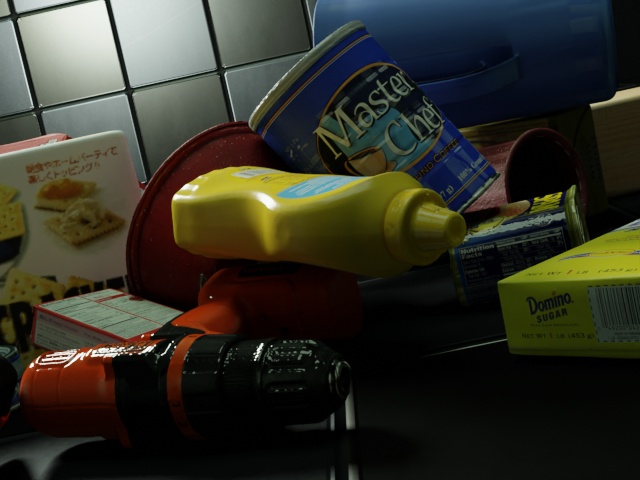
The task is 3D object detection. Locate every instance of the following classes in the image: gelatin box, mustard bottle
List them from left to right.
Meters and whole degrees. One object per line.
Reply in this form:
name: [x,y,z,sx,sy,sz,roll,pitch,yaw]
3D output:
gelatin box: [-0.132,0.060,0.694,0.089,0.030,0.073,15,15,29]
mustard bottle: [0.005,-0.012,0.617,0.096,0.058,0.192,-9,10,-42]

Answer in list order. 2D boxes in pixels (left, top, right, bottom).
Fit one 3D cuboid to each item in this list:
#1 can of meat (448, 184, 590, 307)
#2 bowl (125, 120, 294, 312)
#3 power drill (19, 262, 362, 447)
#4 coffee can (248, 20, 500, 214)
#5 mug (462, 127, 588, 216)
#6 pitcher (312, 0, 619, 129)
can of meat: [0.132,0.004,0.702,0.084,0.057,0.102,-13,7,17]
bowl: [-0.055,0.001,0.750,0.161,0.162,0.055,-19,36,-39]
power drill: [-0.044,0.057,0.592,0.185,0.057,0.187,-5,10,25]
coffee can: [0.036,-0.061,0.717,0.103,0.140,0.103,-42,-1,-1]
mug: [0.142,-0.029,0.835,0.117,0.093,0.082,-43,19,-31]
pitcher: [0.119,-0.150,0.886,0.243,0.149,0.145,-6,-23,15]
